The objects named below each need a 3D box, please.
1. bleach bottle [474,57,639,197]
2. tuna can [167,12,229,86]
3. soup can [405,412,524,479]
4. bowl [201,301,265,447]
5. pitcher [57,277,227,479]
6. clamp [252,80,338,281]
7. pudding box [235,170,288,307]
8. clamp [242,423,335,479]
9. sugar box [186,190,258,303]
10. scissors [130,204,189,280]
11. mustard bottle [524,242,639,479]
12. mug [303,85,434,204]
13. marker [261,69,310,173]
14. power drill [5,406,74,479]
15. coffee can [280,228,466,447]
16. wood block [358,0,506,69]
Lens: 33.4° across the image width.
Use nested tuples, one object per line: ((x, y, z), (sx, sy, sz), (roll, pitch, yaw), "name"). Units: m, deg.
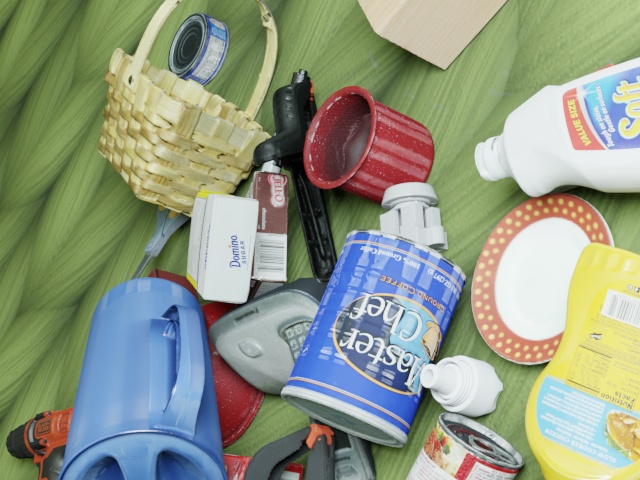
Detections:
((0.215, -0.071, 0.699), (0.251, 0.068, 0.102), (-12, 64, 39), "bleach bottle")
((-0.148, -0.231, 1.290), (0.086, 0.033, 0.086), (-26, 55, 44), "tuna can")
((0.093, 0.185, 0.770), (0.069, 0.068, 0.102), (40, 107, 52), "soup can")
((-0.118, 0.127, 1.076), (0.162, 0.055, 0.162), (-25, 56, 44), "bowl")
((-0.146, 0.130, 0.921), (0.149, 0.145, 0.243), (-22, 32, 6), "pitcher")
((-0.017, -0.074, 1.009), (0.036, 0.164, 0.210), (-14, 36, 13), "clamp")
((-0.057, 0.001, 1.039), (0.090, 0.039, 0.113), (120, 155, -65), "pudding box")
((-0.034, 0.231, 0.866), (0.120, 0.039, 0.171), (40, 98, 18), "clamp")
((-0.093, 0.003, 0.999), (0.176, 0.048, 0.093), (-161, 77, -75), "sugar box")
((-0.191, -0.003, 1.218), (0.202, 0.016, 0.096), (-52, 28, -2), "scissors")
((0.186, 0.104, 0.692), (0.096, 0.058, 0.191), (21, 92, 33), "mustard bottle")
((0.041, -0.085, 0.945), (0.093, 0.081, 0.117), (-55, 39, 19), "mug")
((-0.036, -0.120, 1.111), (0.020, 0.020, 0.121), (16, 87, 53), "marker")
((-0.330, 0.296, 1.267), (0.185, 0.057, 0.187), (-24, 57, 44), "power drill")
((0.042, 0.076, 0.831), (0.103, 0.102, 0.140), (2, 64, 52), "coffee can")
((0.128, -0.260, 0.905), (0.206, 0.090, 0.090), (-48, 42, 28), "wood block")
